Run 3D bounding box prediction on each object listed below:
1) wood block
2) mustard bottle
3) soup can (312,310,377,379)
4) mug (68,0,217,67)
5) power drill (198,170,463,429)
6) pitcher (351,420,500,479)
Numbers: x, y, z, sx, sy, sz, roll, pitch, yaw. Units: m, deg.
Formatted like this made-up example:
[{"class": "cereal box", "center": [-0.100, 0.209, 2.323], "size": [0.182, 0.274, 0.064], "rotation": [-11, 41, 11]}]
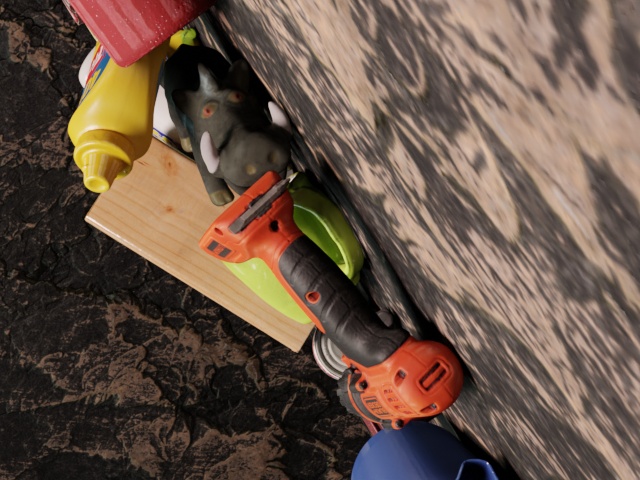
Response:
[{"class": "wood block", "center": [-0.083, 0.004, 0.908], "size": [0.206, 0.090, 0.091], "rotation": [31, 175, 2]}, {"class": "mustard bottle", "center": [-0.143, -0.114, 0.776], "size": [0.096, 0.058, 0.191], "rotation": [-48, 30, 48]}, {"class": "soup can", "center": [0.027, 0.093, 0.956], "size": [0.068, 0.068, 0.102], "rotation": [57, 176, 6]}, {"class": "mug", "center": [-0.122, -0.169, 0.702], "size": [0.081, 0.093, 0.117], "rotation": [54, -179, -15]}, {"class": "power drill", "center": [0.002, 0.047, 0.718], "size": [0.187, 0.057, 0.185], "rotation": [45, 162, -2]}, {"class": "pitcher", "center": [0.088, 0.230, 0.813], "size": [0.145, 0.149, 0.243], "rotation": [47, 180, -7]}]
